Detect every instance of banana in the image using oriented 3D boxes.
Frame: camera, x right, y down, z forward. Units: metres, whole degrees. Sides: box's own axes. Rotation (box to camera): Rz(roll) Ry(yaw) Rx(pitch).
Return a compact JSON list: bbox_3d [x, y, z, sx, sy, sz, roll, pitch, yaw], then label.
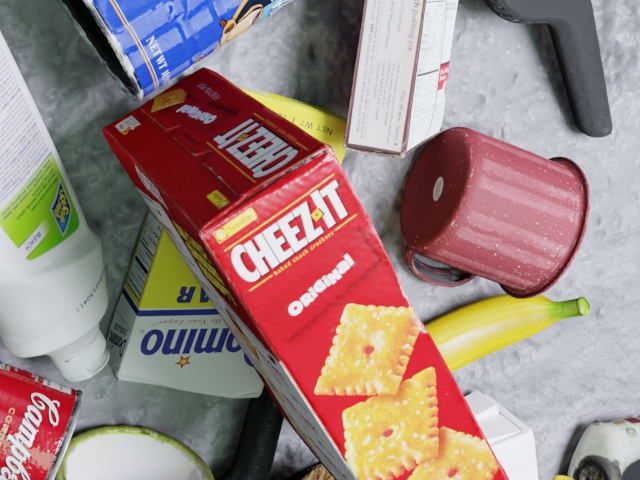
[{"bbox_3d":[0.072,0.073,0.680,0.197,0.070,0.037,-25,88,-15],"label":"banana"}]

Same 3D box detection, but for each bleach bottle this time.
[{"bbox_3d":[-0.170,-0.026,0.519,0.102,0.068,0.251,-60,139,-46],"label":"bleach bottle"}]

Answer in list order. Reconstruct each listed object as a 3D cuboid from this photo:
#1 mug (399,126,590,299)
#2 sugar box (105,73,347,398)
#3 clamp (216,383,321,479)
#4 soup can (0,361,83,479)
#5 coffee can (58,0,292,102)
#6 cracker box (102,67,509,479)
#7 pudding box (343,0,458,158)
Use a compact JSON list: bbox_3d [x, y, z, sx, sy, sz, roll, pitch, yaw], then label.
[{"bbox_3d":[0.096,-0.013,0.657,0.081,0.093,0.117,19,135,-23],"label":"mug"},{"bbox_3d":[-0.054,0.001,0.611,0.093,0.048,0.176,12,101,-27],"label":"sugar box"},{"bbox_3d":[-0.045,0.160,0.673,0.171,0.039,0.120,-43,119,-10],"label":"clamp"},{"bbox_3d":[-0.185,0.093,0.560,0.102,0.068,0.068,24,97,-14],"label":"soup can"},{"bbox_3d":[-0.060,-0.148,0.524,0.140,0.103,0.102,-35,118,-10],"label":"coffee can"},{"bbox_3d":[-0.007,0.032,0.523,0.072,0.164,0.213,-35,120,-10],"label":"cracker box"},{"bbox_3d":[0.047,-0.108,0.594,0.039,0.090,0.113,10,106,17],"label":"pudding box"}]
